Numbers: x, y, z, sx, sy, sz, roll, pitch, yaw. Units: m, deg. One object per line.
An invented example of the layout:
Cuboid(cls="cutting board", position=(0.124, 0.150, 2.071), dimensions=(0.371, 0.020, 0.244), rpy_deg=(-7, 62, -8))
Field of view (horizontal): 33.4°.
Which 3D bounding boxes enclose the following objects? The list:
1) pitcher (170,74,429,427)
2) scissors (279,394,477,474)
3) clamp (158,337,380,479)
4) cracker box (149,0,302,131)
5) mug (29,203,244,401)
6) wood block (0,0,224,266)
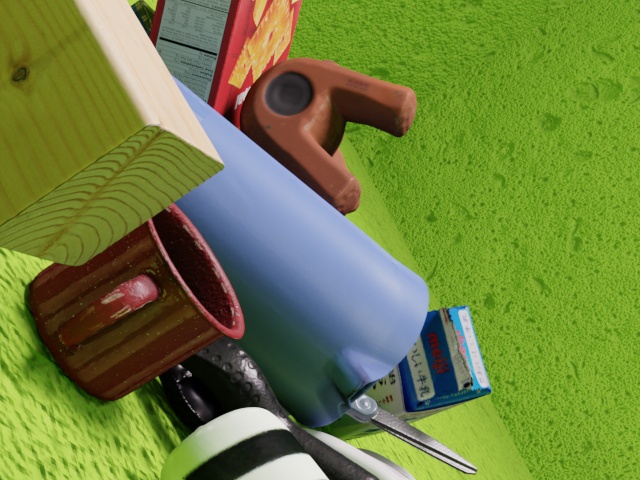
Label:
Cuboid(cls="pitcher", position=(-0.055, 0.001, 0.721), dimensions=(0.242, 0.149, 0.145), rpy_deg=(42, 58, -20))
Cuboid(cls="scissors", position=(0.015, 0.130, 0.793), dimensions=(0.202, 0.016, 0.096), rpy_deg=(39, 45, 17))
Cuboid(cls="clamp", position=(-0.035, 0.112, 0.626), dimensions=(0.171, 0.120, 0.039), rpy_deg=(54, 43, -5))
Cuboid(cls="cracker box", position=(-0.077, -0.140, 0.846), dimensions=(0.072, 0.214, 0.164), rpy_deg=(18, 16, 11))
Cuboid(cls="mug", position=(-0.101, 0.034, 0.559), dimensions=(0.093, 0.081, 0.117), rpy_deg=(58, 8, -2))
Cuboid(cls="wood block", position=(-0.143, -0.102, 0.492), dimensions=(0.206, 0.091, 0.090), rpy_deg=(59, 8, 14))
